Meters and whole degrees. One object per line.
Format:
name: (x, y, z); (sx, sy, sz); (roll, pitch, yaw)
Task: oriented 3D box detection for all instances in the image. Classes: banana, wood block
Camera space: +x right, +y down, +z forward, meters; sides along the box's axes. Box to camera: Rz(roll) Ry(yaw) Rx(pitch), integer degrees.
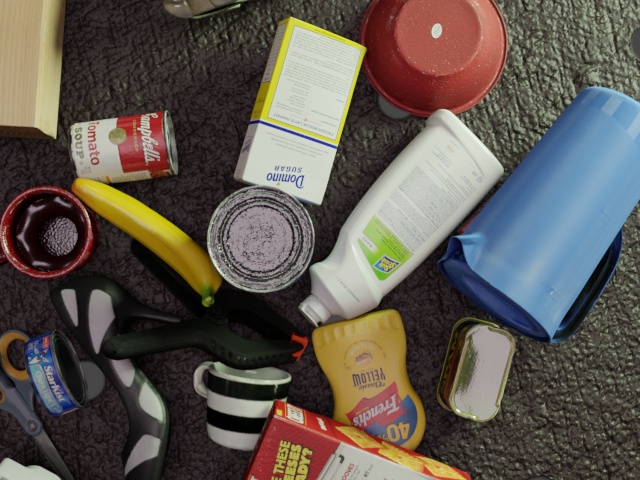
banana: (-0.167, -0.003, 1.089); (0.198, 0.069, 0.037); (37, 94, 14)
wood block: (-0.320, -0.215, 1.108); (0.091, 0.090, 0.206); (3, 87, 0)

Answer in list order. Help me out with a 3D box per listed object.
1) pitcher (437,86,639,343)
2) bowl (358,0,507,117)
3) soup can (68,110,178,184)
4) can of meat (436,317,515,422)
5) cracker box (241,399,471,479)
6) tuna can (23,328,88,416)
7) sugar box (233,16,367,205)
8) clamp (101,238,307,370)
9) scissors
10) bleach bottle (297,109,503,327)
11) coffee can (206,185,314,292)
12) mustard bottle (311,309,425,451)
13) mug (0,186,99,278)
pitcher: (0.243, -0.023, 1.062); (0.145, 0.149, 0.243); (36, 82, 15)
bowl: (0.122, -0.213, 1.126); (0.162, 0.055, 0.162); (0, 87, 0)
soup can: (-0.205, -0.096, 1.115); (0.102, 0.068, 0.068); (-7, 88, 0)
can of meat: (0.160, 0.133, 1.099); (0.057, 0.084, 0.102); (15, 88, 0)
cracker box: (0.023, 0.272, 1.050); (0.213, 0.072, 0.164); (22, 96, -4)
tuna can: (-0.271, 0.136, 1.097); (0.034, 0.086, 0.086); (-21, 88, 0)
sugar box: (-0.022, -0.133, 1.118); (0.093, 0.048, 0.176); (18, 90, -19)
clamp: (-0.117, 0.088, 1.087); (0.210, 0.164, 0.036); (23, 130, -6)
scissors: (-0.296, 0.176, 1.129); (0.202, 0.016, 0.096); (41, 90, 1)
bleach bottle: (0.069, -0.014, 1.099); (0.250, 0.068, 0.102); (-44, 91, -8)
coffee can: (-0.057, 0.001, 1.075); (0.103, 0.140, 0.103); (0, 88, -1)
mustard bottle: (0.057, 0.173, 1.110); (0.096, 0.058, 0.191); (-14, 88, 0)
mug: (-0.286, -0.001, 1.103); (0.117, 0.081, 0.093); (-28, 88, -1)
